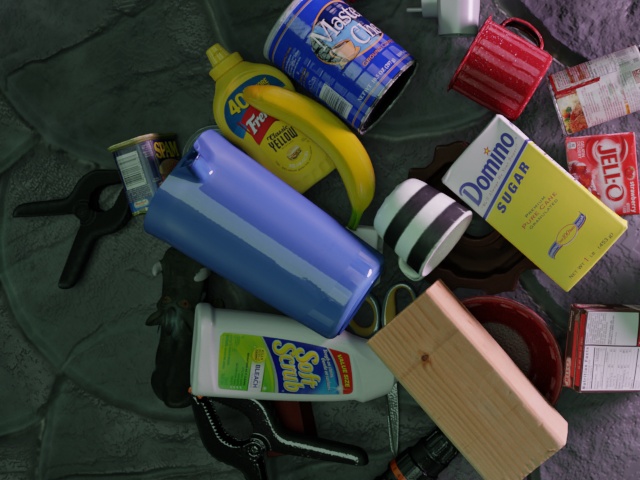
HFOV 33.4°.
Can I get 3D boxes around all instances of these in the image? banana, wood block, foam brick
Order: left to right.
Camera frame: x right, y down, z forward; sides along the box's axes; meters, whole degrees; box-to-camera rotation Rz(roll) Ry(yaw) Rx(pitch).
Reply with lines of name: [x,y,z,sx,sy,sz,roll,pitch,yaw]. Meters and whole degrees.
foam brick: [-0.039,0.207,1.244,0.051,0.053,0.078,-9,92,14]
banana: [0.001,-0.105,1.162,0.069,0.037,0.198,-40,95,-5]
wood block: [0.155,0.150,1.116,0.091,0.090,0.206,-42,84,14]

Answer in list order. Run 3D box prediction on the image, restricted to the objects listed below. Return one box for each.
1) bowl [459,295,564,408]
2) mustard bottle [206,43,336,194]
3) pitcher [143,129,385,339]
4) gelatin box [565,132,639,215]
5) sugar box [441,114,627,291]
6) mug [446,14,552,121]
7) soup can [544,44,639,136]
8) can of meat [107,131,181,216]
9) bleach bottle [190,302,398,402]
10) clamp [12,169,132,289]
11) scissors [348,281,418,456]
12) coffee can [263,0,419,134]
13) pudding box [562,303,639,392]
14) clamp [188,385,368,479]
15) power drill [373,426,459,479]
bowl: [0.188,0.138,1.182,0.162,0.055,0.162,1,95,13]
mustard bottle: [-0.064,-0.140,1.202,0.096,0.058,0.191,-37,95,-3]
pitcher: [-0.058,0.001,1.151,0.243,0.149,0.145,34,114,6]
gelatin box: [0.304,-0.070,1.150,0.073,0.030,0.089,-4,94,14]
sugar box: [0.220,-0.040,1.106,0.176,0.048,0.093,41,104,7]
mug: [0.199,-0.189,1.145,0.081,0.093,0.117,31,64,5]
soup can: [0.296,-0.158,1.126,0.102,0.068,0.068,-19,90,14]
can of meat: [-0.194,-0.077,1.234,0.057,0.102,0.084,-17,93,15]
bleach bottle: [-0.015,0.127,1.178,0.250,0.068,0.102,4,104,-10]
clamp: [-0.291,-0.037,1.293,0.171,0.039,0.120,-44,88,8]
scissors: [0.063,0.142,1.233,0.096,0.016,0.202,13,97,14]
coffee can: [0.023,-0.199,1.171,0.140,0.102,0.103,40,102,7]
pudding box: [0.317,0.115,1.134,0.113,0.039,0.090,3,97,-17]
clamp: [-0.073,0.242,1.208,0.210,0.036,0.165,37,103,2]
power drill: [0.139,0.325,1.210,0.188,0.057,0.185,46,107,9]
